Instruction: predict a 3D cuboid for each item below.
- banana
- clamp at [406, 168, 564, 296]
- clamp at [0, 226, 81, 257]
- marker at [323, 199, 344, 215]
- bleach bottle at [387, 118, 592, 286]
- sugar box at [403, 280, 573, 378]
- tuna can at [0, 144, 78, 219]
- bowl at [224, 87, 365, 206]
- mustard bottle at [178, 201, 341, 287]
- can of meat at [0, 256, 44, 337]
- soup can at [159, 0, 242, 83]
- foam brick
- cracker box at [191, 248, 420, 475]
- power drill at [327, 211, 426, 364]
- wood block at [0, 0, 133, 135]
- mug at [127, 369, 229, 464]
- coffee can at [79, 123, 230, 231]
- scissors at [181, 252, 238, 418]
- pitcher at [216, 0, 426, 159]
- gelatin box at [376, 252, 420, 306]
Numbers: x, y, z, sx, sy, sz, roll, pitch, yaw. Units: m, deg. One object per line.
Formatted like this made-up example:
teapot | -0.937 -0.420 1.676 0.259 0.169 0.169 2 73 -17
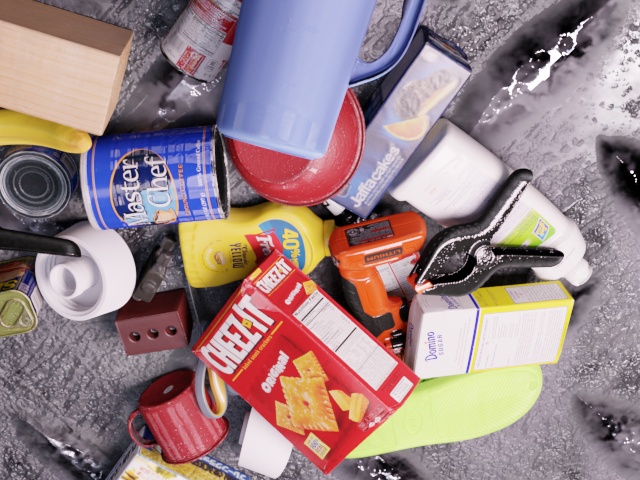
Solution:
banana | -0.320 -0.111 1.122 0.198 0.069 0.037 -1 136 17
clamp | 0.177 0.015 1.131 0.171 0.039 0.120 -35 109 3
clamp | -0.383 0.016 1.160 0.210 0.036 0.164 36 88 12
marker | -0.018 -0.074 1.174 0.020 0.020 0.121 -38 112 19
bleach bottle | 0.198 -0.023 1.176 0.250 0.068 0.103 36 112 -20
sugar box | 0.183 0.098 1.178 0.176 0.048 0.093 -2 123 -13
tuna can | -0.312 -0.067 1.174 0.086 0.033 0.086 0 119 0
bowl | -0.038 -0.108 1.101 0.162 0.055 0.162 6 106 20
mustard bottle | -0.058 0.002 1.194 0.191 0.058 0.096 -4 122 2
can of meat | -0.366 0.066 1.218 0.102 0.084 0.057 -11 118 7
soup can | -0.107 -0.217 1.070 0.068 0.068 0.102 32 115 -16
foam brick | -0.193 0.096 1.251 0.078 0.051 0.053 -10 118 6
cracker box | -0.022 0.138 1.176 0.214 0.072 0.164 42 135 3
power drill | 0.089 0.062 1.187 0.184 0.057 0.187 -13 122 -4
wood block | -0.304 -0.188 1.075 0.206 0.091 0.090 16 118 -8
mug | -0.180 0.215 1.297 0.117 0.093 0.081 -20 112 13
coffee can | -0.173 -0.066 1.133 0.140 0.103 0.103 -5 119 3
scissors | -0.125 0.109 1.269 0.016 0.096 0.202 -4 92 35
pitcher | -0.006 -0.201 0.994 0.144 0.149 0.243 9 98 -46
gelatin box | 0.084 0.036 1.226 0.073 0.030 0.089 -22 120 12
